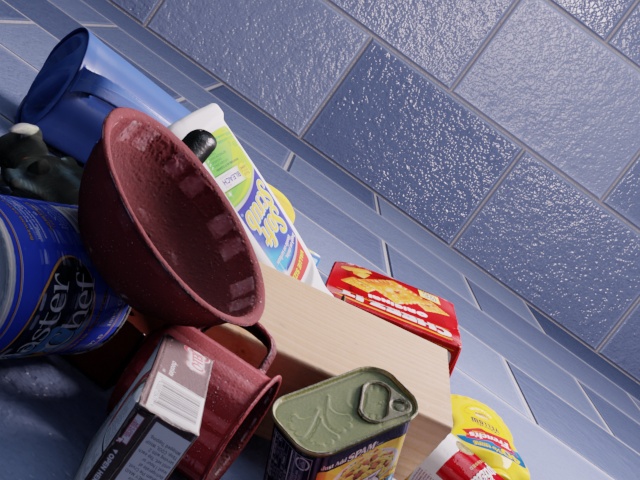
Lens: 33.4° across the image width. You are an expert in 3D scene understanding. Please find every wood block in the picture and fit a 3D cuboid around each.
[{"bbox_3d":[-0.010,0.100,0.817,0.206,0.090,0.091,26,35,-16],"label":"wood block"}]

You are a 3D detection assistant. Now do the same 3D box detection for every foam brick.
[{"bbox_3d":[-0.147,0.065,0.769,0.053,0.051,0.078,37,10,3],"label":"foam brick"}]

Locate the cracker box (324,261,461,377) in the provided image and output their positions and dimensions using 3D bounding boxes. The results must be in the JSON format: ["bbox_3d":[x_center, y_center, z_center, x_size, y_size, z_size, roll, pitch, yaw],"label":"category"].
[{"bbox_3d":[0.075,0.095,1.240,0.164,0.072,0.213,21,9,1],"label":"cracker box"}]

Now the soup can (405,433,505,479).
[{"bbox_3d":[0.108,0.208,0.937,0.102,0.068,0.068,40,10,24],"label":"soup can"}]

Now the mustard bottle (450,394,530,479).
[{"bbox_3d":[0.162,0.222,1.084,0.096,0.058,0.191,26,12,-8],"label":"mustard bottle"}]

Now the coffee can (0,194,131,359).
[{"bbox_3d":[-0.193,0.023,0.659,0.103,0.103,0.140,39,10,17],"label":"coffee can"}]

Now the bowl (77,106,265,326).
[{"bbox_3d":[-0.104,-0.003,0.681,0.162,0.055,0.162,51,16,-22],"label":"bowl"}]

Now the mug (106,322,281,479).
[{"bbox_3d":[-0.078,0.096,0.700,0.081,0.117,0.093,33,-22,9],"label":"mug"}]

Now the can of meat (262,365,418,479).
[{"bbox_3d":[0.011,0.145,0.735,0.101,0.084,0.057,-16,42,-34],"label":"can of meat"}]

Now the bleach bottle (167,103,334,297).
[{"bbox_3d":[-0.056,0.001,0.955,0.251,0.068,0.102,52,30,-3],"label":"bleach bottle"}]

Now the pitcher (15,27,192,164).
[{"bbox_3d":[-0.209,-0.123,1.220,0.242,0.145,0.149,34,31,-32],"label":"pitcher"}]

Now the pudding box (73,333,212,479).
[{"bbox_3d":[-0.102,0.111,0.596,0.039,0.090,0.113,33,11,-7],"label":"pudding box"}]
